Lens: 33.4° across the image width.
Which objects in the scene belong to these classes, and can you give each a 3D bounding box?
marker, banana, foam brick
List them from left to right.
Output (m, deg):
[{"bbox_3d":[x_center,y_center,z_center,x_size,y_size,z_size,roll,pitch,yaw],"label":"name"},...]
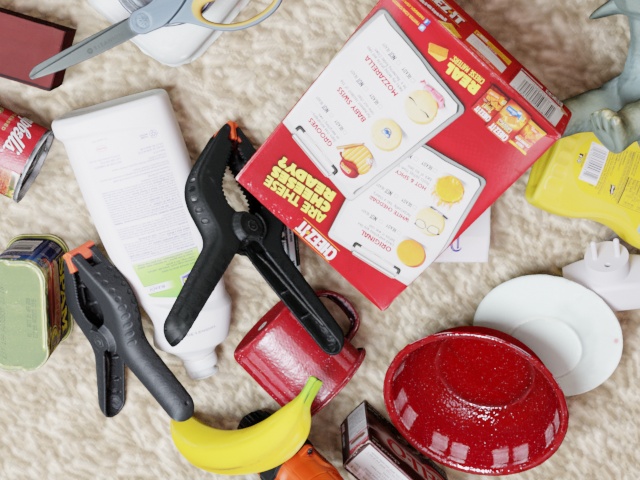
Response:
[{"bbox_3d":[-0.249,-0.160,0.879,0.078,0.053,0.051,16,103,-6],"label":"foam brick"},{"bbox_3d":[-0.069,0.167,0.905,0.198,0.069,0.037,-20,128,42],"label":"banana"},{"bbox_3d":[-0.031,-0.022,0.933,0.020,0.020,0.121,-5,104,0],"label":"marker"}]

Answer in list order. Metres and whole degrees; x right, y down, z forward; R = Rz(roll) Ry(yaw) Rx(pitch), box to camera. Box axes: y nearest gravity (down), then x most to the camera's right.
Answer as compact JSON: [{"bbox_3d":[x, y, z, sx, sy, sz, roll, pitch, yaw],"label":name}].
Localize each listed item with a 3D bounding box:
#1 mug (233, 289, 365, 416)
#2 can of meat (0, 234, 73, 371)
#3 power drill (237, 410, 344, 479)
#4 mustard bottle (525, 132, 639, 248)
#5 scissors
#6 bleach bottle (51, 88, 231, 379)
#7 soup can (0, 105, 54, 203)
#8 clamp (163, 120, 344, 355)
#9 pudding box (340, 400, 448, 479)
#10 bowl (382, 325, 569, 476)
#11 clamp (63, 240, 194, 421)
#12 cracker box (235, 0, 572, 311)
[{"bbox_3d":[-0.014,0.091,0.933,0.081,0.093,0.117,45,68,-6],"label":"mug"},{"bbox_3d":[-0.250,0.053,0.913,0.057,0.084,0.102,0,103,-1],"label":"can of meat"},{"bbox_3d":[0.015,0.235,0.940,0.057,0.185,0.187,-49,120,-5],"label":"power drill"},{"bbox_3d":[0.279,-0.043,0.915,0.191,0.058,0.096,21,88,-6],"label":"mustard bottle"},{"bbox_3d":[-0.129,-0.184,0.794,0.202,0.016,0.096,-10,103,1],"label":"scissors"},{"bbox_3d":[-0.143,0.003,0.916,0.102,0.068,0.251,-15,105,0],"label":"bleach bottle"},{"bbox_3d":[-0.283,-0.084,0.888,0.102,0.068,0.068,27,101,-7],"label":"soup can"},{"bbox_3d":[-0.056,0.001,0.878,0.164,0.210,0.036,15,146,-34],"label":"clamp"},{"bbox_3d":[0.069,0.206,0.954,0.113,0.090,0.039,41,100,-10],"label":"pudding box"},{"bbox_3d":[0.139,0.130,0.937,0.162,0.055,0.162,10,125,15],"label":"bowl"},{"bbox_3d":[-0.182,0.086,0.925,0.120,0.039,0.171,-20,97,41],"label":"clamp"},{"bbox_3d":[0.062,-0.075,0.830,0.164,0.072,0.214,42,123,0],"label":"cracker box"}]
